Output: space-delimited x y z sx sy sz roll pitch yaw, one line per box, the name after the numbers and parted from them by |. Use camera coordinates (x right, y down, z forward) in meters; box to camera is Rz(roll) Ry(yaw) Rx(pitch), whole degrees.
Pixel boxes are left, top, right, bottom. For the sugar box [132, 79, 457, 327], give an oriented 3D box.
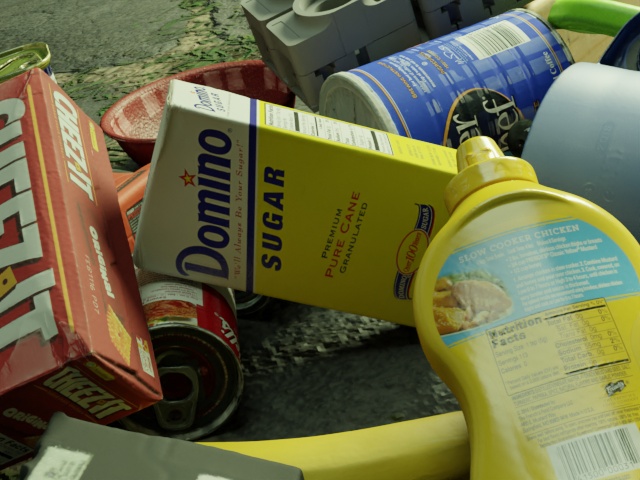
-0.001 -0.014 0.545 0.176 0.093 0.048 11 26 -12 | sugar box

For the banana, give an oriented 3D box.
-0.009 0.098 0.467 0.198 0.037 0.069 -5 24 13 | banana

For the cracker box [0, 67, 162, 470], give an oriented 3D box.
-0.198 0.035 0.507 0.214 0.072 0.164 -24 59 9 | cracker box

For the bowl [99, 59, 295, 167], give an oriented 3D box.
-0.086 -0.087 0.832 0.162 0.055 0.162 -10 27 5 | bowl

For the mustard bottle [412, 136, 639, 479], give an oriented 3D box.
0.089 0.037 0.424 0.096 0.058 0.191 -17 59 3 | mustard bottle

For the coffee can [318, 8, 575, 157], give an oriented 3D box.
0.084 -0.081 0.697 0.140 0.103 0.103 -23 29 -19 | coffee can

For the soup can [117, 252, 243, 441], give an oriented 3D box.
-0.077 0.048 0.560 0.068 0.068 0.102 -13 27 -1 | soup can
